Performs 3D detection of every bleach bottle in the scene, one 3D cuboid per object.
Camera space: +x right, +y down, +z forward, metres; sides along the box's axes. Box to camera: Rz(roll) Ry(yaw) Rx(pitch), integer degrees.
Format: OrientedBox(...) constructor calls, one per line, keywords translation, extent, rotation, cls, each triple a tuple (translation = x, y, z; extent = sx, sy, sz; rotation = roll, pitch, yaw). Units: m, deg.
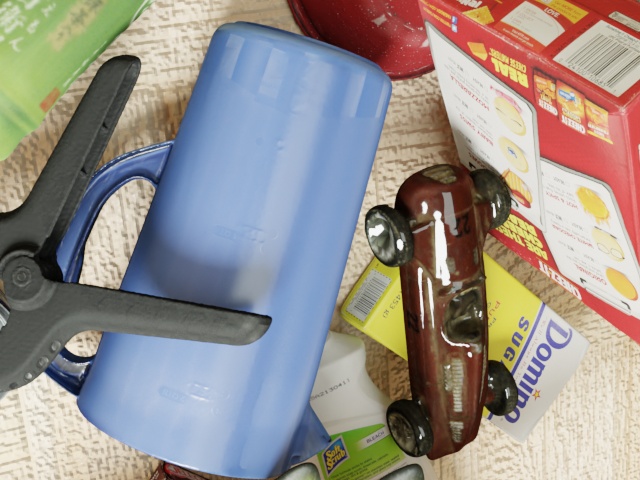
OrientedBox(translation=(0.032, 0.153, 0.731), extent=(0.102, 0.068, 0.251), rotation=(-27, 112, -17), cls="bleach bottle")

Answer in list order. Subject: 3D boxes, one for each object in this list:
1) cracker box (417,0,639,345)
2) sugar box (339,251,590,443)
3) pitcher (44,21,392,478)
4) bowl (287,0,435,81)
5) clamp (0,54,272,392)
OrientedBox(translation=(0.151, -0.055, 0.632), extent=(0.072, 0.164, 0.213), rotation=(-38, 138, -11), cls="cracker box")
OrientedBox(translation=(0.105, 0.061, 0.746), extent=(0.176, 0.048, 0.093), rotation=(36, 88, -27), cls="sugar box")
OrientedBox(translation=(-0.054, 0.001, 0.617), extent=(0.149, 0.145, 0.243), rotation=(13, 96, -48), cls="pitcher")
OrientedBox(translation=(0.059, -0.174, 0.651), extent=(0.161, 0.055, 0.162), rotation=(-7, 108, -23), cls="bowl")
OrientedBox(translation=(-0.148, 0.008, 0.554), extent=(0.210, 0.036, 0.164), rotation=(-21, 83, 4), cls="clamp")
